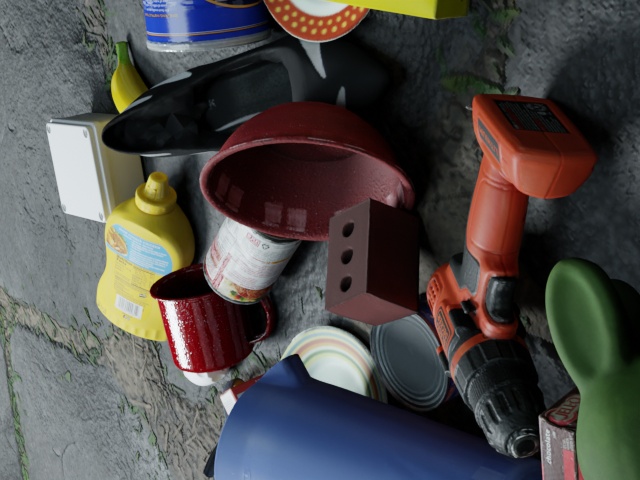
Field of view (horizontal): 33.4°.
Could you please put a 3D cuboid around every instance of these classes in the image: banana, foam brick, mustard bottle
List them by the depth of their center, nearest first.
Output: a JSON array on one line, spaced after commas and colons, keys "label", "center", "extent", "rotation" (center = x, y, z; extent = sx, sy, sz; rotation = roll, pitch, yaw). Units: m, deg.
[{"label": "foam brick", "center": [0.039, 0.018, 0.799], "extent": [0.053, 0.051, 0.078], "rotation": [-26, 53, 48]}, {"label": "banana", "center": [-0.156, -0.128, 1.038], "extent": [0.198, 0.037, 0.070], "rotation": [37, 133, 39]}, {"label": "mustard bottle", "center": [-0.178, 0.011, 1.105], "extent": [0.096, 0.058, 0.192], "rotation": [26, 129, 15]}]

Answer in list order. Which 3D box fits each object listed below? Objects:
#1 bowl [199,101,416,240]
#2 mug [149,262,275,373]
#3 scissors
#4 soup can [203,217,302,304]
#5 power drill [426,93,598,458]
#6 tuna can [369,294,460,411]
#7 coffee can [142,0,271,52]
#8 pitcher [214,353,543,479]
[{"label": "bowl", "center": [-0.008, -0.058, 0.805], "extent": [0.162, 0.161, 0.055], "rotation": [-36, 44, 54]}, {"label": "mug", "center": [-0.099, 0.074, 1.022], "extent": [0.117, 0.093, 0.081], "rotation": [-5, 110, 17]}, {"label": "scissors", "center": [-0.075, 0.197, 0.996], "extent": [0.096, 0.016, 0.201], "rotation": [62, -170, -19]}, {"label": "soup can", "center": [-0.056, 0.001, 0.936], "extent": [0.068, 0.068, 0.102], "rotation": [57, 142, 20]}, {"label": "power drill", "center": [0.116, 0.016, 0.666], "extent": [0.184, 0.057, 0.188], "rotation": [-107, 24, -59]}, {"label": "tuna can", "center": [0.079, 0.086, 0.823], "extent": [0.086, 0.033, 0.086], "rotation": [27, 126, 45]}, {"label": "coffee can", "center": [-0.097, -0.229, 0.856], "extent": [0.103, 0.102, 0.140], "rotation": [17, 119, 49]}, {"label": "pitcher", "center": [0.048, 0.197, 0.810], "extent": [0.243, 0.145, 0.149], "rotation": [11, 148, 37]}]
